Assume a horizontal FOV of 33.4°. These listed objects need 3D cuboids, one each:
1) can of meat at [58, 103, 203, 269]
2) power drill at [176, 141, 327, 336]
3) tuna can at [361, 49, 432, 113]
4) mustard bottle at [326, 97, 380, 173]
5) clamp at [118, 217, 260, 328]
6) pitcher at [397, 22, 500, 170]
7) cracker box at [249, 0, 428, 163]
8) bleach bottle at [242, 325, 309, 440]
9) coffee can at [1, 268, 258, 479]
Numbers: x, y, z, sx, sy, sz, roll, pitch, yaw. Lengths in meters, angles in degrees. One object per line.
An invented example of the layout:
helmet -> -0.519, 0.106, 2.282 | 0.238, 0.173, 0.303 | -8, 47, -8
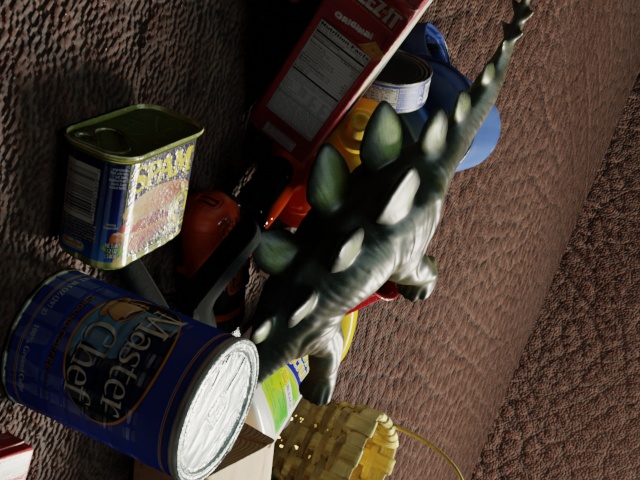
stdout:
can of meat -> -0.130, -0.038, 0.720 | 0.101, 0.057, 0.084 | -34, 143, -57
power drill -> -0.056, 0.001, 0.947 | 0.187, 0.057, 0.184 | -51, 153, -43
tuna can -> 0.068, -0.162, 1.074 | 0.086, 0.086, 0.034 | -45, 150, -50
mustard bottle -> 0.034, -0.085, 1.031 | 0.191, 0.058, 0.096 | 94, 18, -78
clamp -> -0.122, 0.054, 0.830 | 0.120, 0.039, 0.172 | 6, 119, -31
pitcher -> 0.136, -0.145, 1.225 | 0.149, 0.145, 0.242 | -50, 169, 15
cracker box -> 0.038, -0.184, 0.875 | 0.164, 0.072, 0.214 | -55, -177, -37
bleach bottle -> -0.038, 0.109, 1.091 | 0.250, 0.068, 0.102 | -53, 138, -50
coffee can -> -0.127, 0.090, 0.723 | 0.102, 0.140, 0.103 | -52, 154, -40
